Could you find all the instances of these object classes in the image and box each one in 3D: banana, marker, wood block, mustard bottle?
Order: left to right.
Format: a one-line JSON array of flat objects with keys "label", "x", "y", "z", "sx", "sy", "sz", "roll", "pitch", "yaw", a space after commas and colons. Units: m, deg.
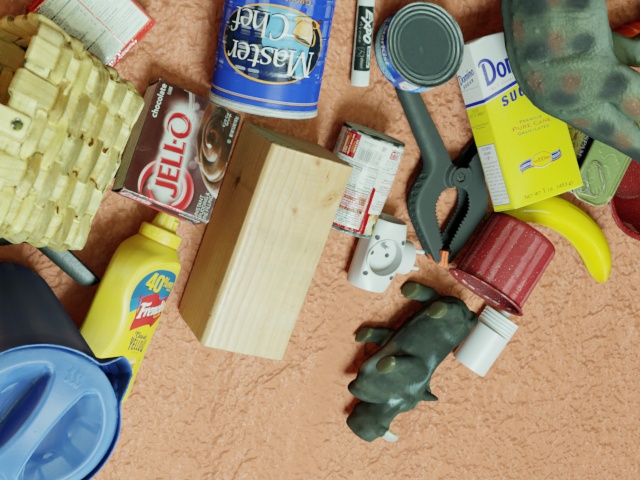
[{"label": "mustard bottle", "x": -0.180, "y": 0.058, "z": 1.015, "sx": 0.191, "sy": 0.058, "sz": 0.096, "roll": -67, "pitch": 161, "yaw": -4}, {"label": "wood block", "x": -0.057, "y": 0.001, "z": 1.048, "sx": 0.090, "sy": 0.091, "sz": 0.206, "roll": 14, "pitch": 103, "yaw": -27}, {"label": "marker", "x": 0.043, "y": -0.213, "z": 1.052, "sx": 0.020, "sy": 0.020, "sz": 0.121, "roll": -4, "pitch": 111, "yaw": -22}, {"label": "banana", "x": 0.278, "y": -0.012, "z": 1.225, "sx": 0.197, "sy": 0.037, "sz": 0.070, "roll": 25, "pitch": 127, "yaw": -26}]

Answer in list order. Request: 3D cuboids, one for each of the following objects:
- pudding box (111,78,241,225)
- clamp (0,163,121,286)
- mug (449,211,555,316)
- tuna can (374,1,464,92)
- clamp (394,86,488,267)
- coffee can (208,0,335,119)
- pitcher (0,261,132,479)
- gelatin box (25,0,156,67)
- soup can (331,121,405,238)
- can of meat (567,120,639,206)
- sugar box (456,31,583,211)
[{"label": "pudding box", "x": -0.134, "y": -0.081, "z": 0.994, "sx": 0.089, "sy": 0.039, "sz": 0.113, "roll": 22, "pitch": 77, "yaw": -29}, {"label": "clamp", "x": -0.266, "y": -0.019, "z": 0.975, "sx": 0.171, "sy": 0.039, "sz": 0.120, "roll": 3, "pitch": 92, "yaw": -19}, {"label": "mug", "x": 0.198, "y": 0.024, "z": 1.160, "sx": 0.093, "sy": 0.117, "sz": 0.081, "roll": 33, "pitch": 83, "yaw": 0}, {"label": "tuna can", "x": 0.097, "y": -0.191, "z": 1.060, "sx": 0.086, "sy": 0.034, "sz": 0.086, "roll": 1, "pitch": 86, "yaw": -22}, {"label": "clamp", "x": 0.151, "y": -0.077, "z": 1.141, "sx": 0.164, "sy": 0.036, "sz": 0.210, "roll": -5, "pitch": 107, "yaw": -21}, {"label": "coffee can", "x": -0.041, "y": -0.191, "z": 0.976, "sx": 0.102, "sy": 0.103, "sz": 0.140, "roll": 3, "pitch": 108, "yaw": -25}, {"label": "pitcher", "x": -0.265, "y": 0.108, "z": 0.889, "sx": 0.149, "sy": 0.243, "sz": 0.145, "roll": 17, "pitch": 100, "yaw": -27}, {"label": "gelatin box", "x": -0.203, "y": -0.199, "z": 0.944, "sx": 0.073, "sy": 0.030, "sz": 0.089, "roll": -47, "pitch": 120, "yaw": 0}, {"label": "soup can", "x": 0.037, "y": -0.061, "z": 1.079, "sx": 0.068, "sy": 0.069, "sz": 0.102, "roll": 14, "pitch": 102, "yaw": -28}, {"label": "can of meat", "x": 0.290, "y": -0.099, "z": 1.167, "sx": 0.057, "sy": 0.084, "sz": 0.102, "roll": 19, "pitch": 100, "yaw": -29}, {"label": "sugar box", "x": 0.202, "y": -0.127, "z": 1.098, "sx": 0.093, "sy": 0.048, "sz": 0.176, "roll": -19, "pitch": 97, "yaw": -24}]
